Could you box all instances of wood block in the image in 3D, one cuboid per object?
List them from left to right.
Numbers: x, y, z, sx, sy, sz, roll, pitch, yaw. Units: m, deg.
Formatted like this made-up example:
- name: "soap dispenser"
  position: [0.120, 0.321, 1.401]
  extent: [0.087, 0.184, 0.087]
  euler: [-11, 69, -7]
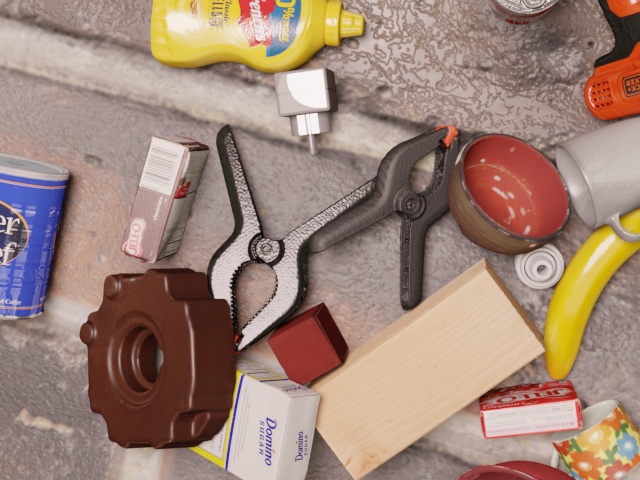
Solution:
- name: "wood block"
  position: [0.093, 0.115, 0.974]
  extent: [0.206, 0.090, 0.091]
  euler: [-37, 90, 10]

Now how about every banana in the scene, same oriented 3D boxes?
- name: "banana"
  position: [0.256, 0.036, 0.969]
  extent: [0.069, 0.037, 0.198]
  euler: [40, 100, 2]

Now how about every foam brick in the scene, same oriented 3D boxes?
- name: "foam brick"
  position: [-0.011, 0.097, 0.992]
  extent: [0.051, 0.078, 0.053]
  euler: [-28, 92, 8]

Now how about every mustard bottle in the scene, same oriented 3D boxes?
- name: "mustard bottle"
  position: [-0.055, -0.203, 0.976]
  extent: [0.191, 0.058, 0.096]
  euler: [5, 86, 7]

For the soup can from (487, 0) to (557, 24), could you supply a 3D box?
- name: "soup can"
  position: [0.176, -0.224, 0.920]
  extent: [0.068, 0.102, 0.068]
  euler: [1, 96, 8]

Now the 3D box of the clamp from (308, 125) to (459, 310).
- name: "clamp"
  position: [0.082, -0.023, 0.977]
  extent: [0.120, 0.039, 0.171]
  euler: [41, 86, -24]

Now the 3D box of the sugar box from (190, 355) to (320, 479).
- name: "sugar box"
  position: [-0.080, 0.157, 0.978]
  extent: [0.177, 0.048, 0.093]
  euler: [18, 101, 41]

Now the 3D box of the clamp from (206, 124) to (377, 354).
- name: "clamp"
  position: [-0.057, 0.001, 0.993]
  extent: [0.164, 0.036, 0.210]
  euler: [26, 85, 7]

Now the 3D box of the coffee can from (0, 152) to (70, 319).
- name: "coffee can"
  position: [-0.301, -0.007, 1.009]
  extent: [0.103, 0.102, 0.140]
  euler: [13, 98, 6]

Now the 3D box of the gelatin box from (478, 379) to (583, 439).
- name: "gelatin box"
  position: [0.190, 0.153, 0.972]
  extent: [0.089, 0.073, 0.030]
  euler: [-9, 95, 9]

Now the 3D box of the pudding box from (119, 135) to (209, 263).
- name: "pudding box"
  position: [-0.144, -0.040, 0.990]
  extent: [0.039, 0.090, 0.113]
  euler: [20, 98, 4]
